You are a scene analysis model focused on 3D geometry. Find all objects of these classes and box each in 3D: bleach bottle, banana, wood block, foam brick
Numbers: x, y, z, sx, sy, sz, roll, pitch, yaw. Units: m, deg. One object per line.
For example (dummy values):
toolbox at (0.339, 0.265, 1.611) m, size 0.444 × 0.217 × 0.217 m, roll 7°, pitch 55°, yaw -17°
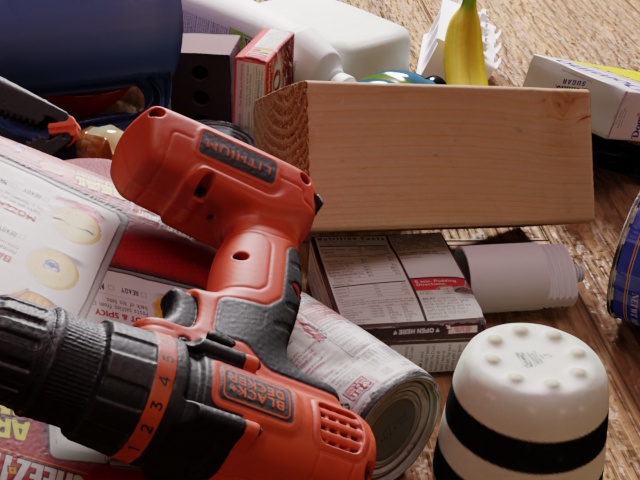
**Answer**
bleach bottle at (-0.072, -0.165, 0.954) m, size 0.251 × 0.103 × 0.068 m, roll 28°, pitch 43°, yaw 27°
banana at (0.125, -0.120, 0.881) m, size 0.037 × 0.069 × 0.198 m, roll -6°, pitch 62°, yaw 3°
wood block at (0.068, -0.052, 0.701) m, size 0.205 × 0.091 × 0.090 m, roll -2°, pitch -1°, yaw -24°
foam brick at (-0.095, -0.128, 0.889) m, size 0.053 × 0.078 × 0.051 m, roll 3°, pitch 30°, yaw 6°

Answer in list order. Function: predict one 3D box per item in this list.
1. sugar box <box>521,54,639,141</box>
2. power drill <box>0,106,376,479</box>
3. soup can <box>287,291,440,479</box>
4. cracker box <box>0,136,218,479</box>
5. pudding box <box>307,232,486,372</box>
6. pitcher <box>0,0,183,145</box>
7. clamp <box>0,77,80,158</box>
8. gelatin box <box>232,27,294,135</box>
sugar box at (0.253, -0.113, 0.873) m, size 0.175 × 0.048 × 0.093 m, roll 1°, pitch 24°, yaw -45°
power drill at (-0.064, 0.022, 0.478) m, size 0.184 × 0.057 × 0.187 m, roll 25°, pitch 37°, yaw -24°
soup can at (0.003, 0.074, 0.555) m, size 0.068 × 0.068 × 0.102 m, roll -23°, pitch 39°, yaw -37°
cracker box at (-0.129, 0.052, 0.502) m, size 0.164 × 0.072 × 0.213 m, roll 22°, pitch 35°, yaw -18°
pudding box at (0.044, 0.036, 0.654) m, size 0.090 × 0.039 × 0.113 m, roll -3°, pitch 28°, yaw -9°
pitcher at (-0.230, -0.153, 0.788) m, size 0.242 × 0.145 × 0.149 m, roll -16°, pitch 41°, yaw -29°
clamp at (-0.263, -0.071, 0.681) m, size 0.210 × 0.164 × 0.036 m, roll -13°, pitch 0°, yaw -6°
gelatin box at (-0.045, -0.117, 0.862) m, size 0.030 × 0.089 × 0.073 m, roll 11°, pitch 31°, yaw 12°
